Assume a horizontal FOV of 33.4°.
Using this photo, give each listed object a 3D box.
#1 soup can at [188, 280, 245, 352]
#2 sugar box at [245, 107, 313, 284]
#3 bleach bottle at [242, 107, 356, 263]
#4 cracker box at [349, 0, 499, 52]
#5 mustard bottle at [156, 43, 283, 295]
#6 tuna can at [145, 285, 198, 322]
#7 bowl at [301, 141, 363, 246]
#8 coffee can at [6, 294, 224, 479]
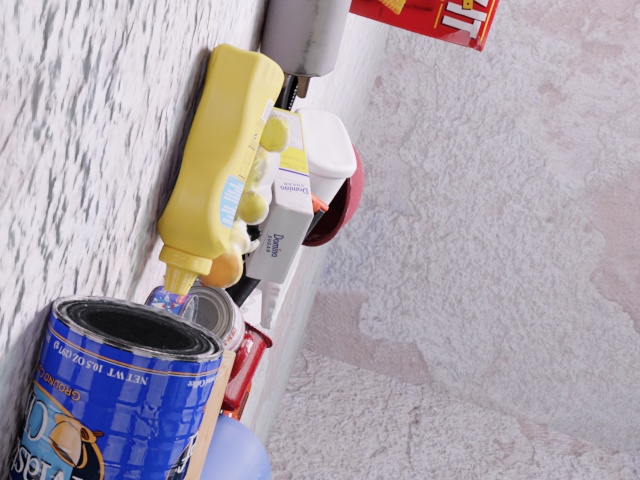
[{"bbox_3d":[-0.108,0.077,1.004,0.102,0.068,0.068,87,21,-79],"label":"soup can"},{"bbox_3d":[-0.047,-0.049,1.076,0.176,0.048,0.093,-94,-157,-52],"label":"sugar box"},{"bbox_3d":[-0.043,-0.030,1.235,0.102,0.068,0.251,-104,-147,-41],"label":"bleach bottle"},{"bbox_3d":[0.106,-0.321,1.194,0.072,0.214,0.164,-65,172,-65],"label":"cracker box"},{"bbox_3d":[-0.083,-0.050,0.828,0.096,0.058,0.191,58,49,-87],"label":"mustard bottle"},{"bbox_3d":[-0.134,0.082,0.903,0.086,0.034,0.086,19,88,-87],"label":"tuna can"},{"bbox_3d":[0.002,-0.075,1.275,0.055,0.162,0.162,-9,126,-38],"label":"bowl"},{"bbox_3d":[-0.124,0.115,0.626,0.102,0.103,0.140,-48,155,-82],"label":"coffee can"}]
